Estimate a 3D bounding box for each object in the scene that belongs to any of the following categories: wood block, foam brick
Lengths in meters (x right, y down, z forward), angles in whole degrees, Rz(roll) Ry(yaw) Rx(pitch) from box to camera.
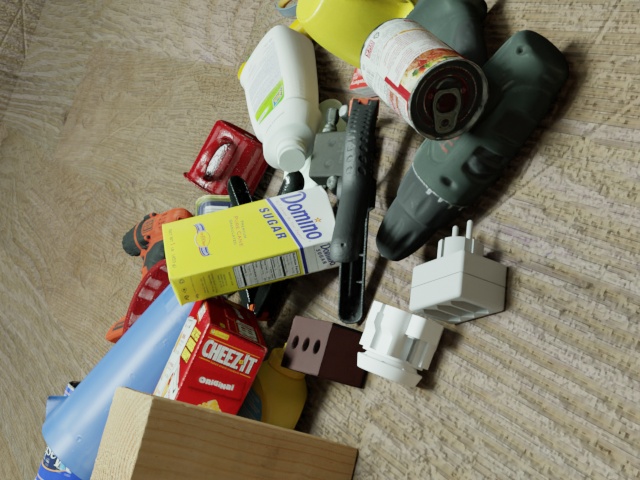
[{"bbox_3d":[-0.083,0.199,0.940,0.091,0.205,0.090,-2,72,61],"label":"wood block"},{"bbox_3d":[0.007,0.104,1.005,0.078,0.051,0.053,1,73,62],"label":"foam brick"}]

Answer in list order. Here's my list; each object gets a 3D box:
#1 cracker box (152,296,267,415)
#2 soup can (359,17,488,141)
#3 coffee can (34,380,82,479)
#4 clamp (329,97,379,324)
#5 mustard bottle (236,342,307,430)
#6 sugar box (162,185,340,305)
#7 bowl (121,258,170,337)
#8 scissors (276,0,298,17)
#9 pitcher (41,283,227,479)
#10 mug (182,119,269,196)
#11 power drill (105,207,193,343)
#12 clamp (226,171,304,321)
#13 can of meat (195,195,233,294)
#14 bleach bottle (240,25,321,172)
[{"bbox_3d":[-0.130,0.171,1.072,0.214,0.072,0.164,-64,12,5],"label":"cracker box"},{"bbox_3d":[0.080,-0.131,0.857,0.068,0.068,0.102,-61,33,18],"label":"soup can"},{"bbox_3d":[-0.309,0.270,1.419,0.103,0.102,0.140,16,87,63],"label":"coffee can"},{"bbox_3d":[0.032,-0.042,0.976,0.164,0.036,0.210,79,-164,-73],"label":"clamp"},{"bbox_3d":[-0.061,0.182,1.071,0.192,0.058,0.096,-65,22,12],"label":"mustard bottle"},{"bbox_3d":[-0.069,0.003,1.091,0.093,0.176,0.048,-108,2,-49],"label":"sugar box"},{"bbox_3d":[-0.188,0.106,1.344,0.162,0.055,0.162,-31,49,43],"label":"bowl"},{"bbox_3d":[0.006,-0.284,1.258,0.096,0.016,0.202,-39,32,2],"label":"scissors"},{"bbox_3d":[-0.183,0.167,1.206,0.243,0.149,0.145,-50,30,5],"label":"pitcher"},{"bbox_3d":[-0.113,-0.095,1.290,0.093,0.117,0.081,32,99,22],"label":"mug"},{"bbox_3d":[-0.246,0.053,1.491,0.185,0.057,0.187,-20,56,56],"label":"power drill"},{"bbox_3d":[-0.058,0.001,1.175,0.120,0.039,0.171,-15,78,52],"label":"clamp"},{"bbox_3d":[-0.121,0.008,1.268,0.102,0.057,0.084,104,166,-59],"label":"can of meat"},{"bbox_3d":[-0.043,-0.147,1.199,0.103,0.068,0.251,-54,23,28],"label":"bleach bottle"}]
